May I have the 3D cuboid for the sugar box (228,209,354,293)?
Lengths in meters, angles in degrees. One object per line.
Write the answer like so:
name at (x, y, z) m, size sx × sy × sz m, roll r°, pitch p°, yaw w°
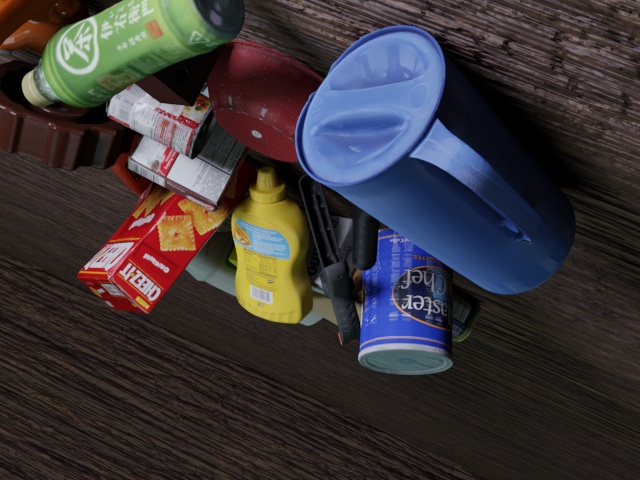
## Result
sugar box at (-0.029, 0.008, 1.345) m, size 0.177 × 0.093 × 0.048 m, roll 10°, pitch 159°, yaw 46°

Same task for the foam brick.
foam brick at (-0.127, -0.164, 0.940) m, size 0.051 × 0.078 × 0.053 m, roll 11°, pitch 162°, yaw 45°

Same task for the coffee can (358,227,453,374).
coffee can at (0.096, 0.067, 1.178) m, size 0.103 × 0.140 × 0.103 m, roll 3°, pitch 158°, yaw 1°

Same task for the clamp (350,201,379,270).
clamp at (0.037, -0.059, 1.040) m, size 0.120 × 0.039 × 0.172 m, roll 59°, pitch 154°, yaw 24°

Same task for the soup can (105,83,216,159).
soup can at (-0.165, -0.137, 1.121) m, size 0.102 × 0.068 × 0.068 m, roll 26°, pitch 166°, yaw 3°

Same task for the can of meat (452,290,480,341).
can of meat at (0.143, 0.085, 1.386) m, size 0.084 × 0.057 × 0.102 m, roll 34°, pitch 164°, yaw -20°

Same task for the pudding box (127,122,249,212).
pudding box at (-0.143, -0.097, 1.180) m, size 0.113 × 0.090 × 0.039 m, roll 28°, pitch 164°, yaw -3°

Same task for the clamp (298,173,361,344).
clamp at (0.020, 0.049, 1.193) m, size 0.164 × 0.036 × 0.210 m, roll -106°, pitch 1°, yaw -54°

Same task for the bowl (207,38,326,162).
bowl at (-0.046, -0.120, 0.999) m, size 0.162 × 0.055 × 0.162 m, roll 25°, pitch 165°, yaw 7°

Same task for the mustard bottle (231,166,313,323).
mustard bottle at (-0.058, 0.001, 1.244) m, size 0.096 × 0.058 × 0.192 m, roll 19°, pitch 128°, yaw 29°

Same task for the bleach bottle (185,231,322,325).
bleach bottle at (-0.100, 0.031, 1.453) m, size 0.250 × 0.102 × 0.068 m, roll 25°, pitch 136°, yaw -30°

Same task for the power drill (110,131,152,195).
power drill at (-0.301, -0.125, 1.361) m, size 0.188 × 0.057 × 0.184 m, roll 24°, pitch 167°, yaw 16°

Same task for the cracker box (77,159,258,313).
cracker box at (-0.186, -0.017, 1.285) m, size 0.072 × 0.213 × 0.164 m, roll 44°, pitch 162°, yaw -17°

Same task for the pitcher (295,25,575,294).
pitcher at (0.108, -0.046, 0.839) m, size 0.145 × 0.149 × 0.242 m, roll -21°, pitch 142°, yaw 32°
